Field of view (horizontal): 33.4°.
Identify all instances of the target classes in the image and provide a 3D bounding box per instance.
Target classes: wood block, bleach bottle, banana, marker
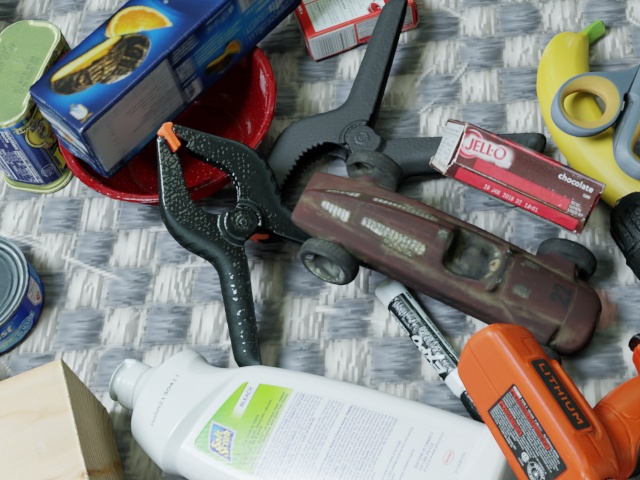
[{"bbox_3d":[-0.227,0.161,0.635,0.206,0.091,0.090,-21,58,-2],"label":"wood block"},{"bbox_3d":[-0.013,0.118,0.637,0.251,0.068,0.102,18,64,23],"label":"bleach bottle"},{"bbox_3d":[0.191,-0.079,0.729,0.069,0.037,0.198,-14,57,3],"label":"banana"},{"bbox_3d":[0.075,0.071,0.672,0.020,0.020,0.121,-32,59,-9],"label":"marker"}]

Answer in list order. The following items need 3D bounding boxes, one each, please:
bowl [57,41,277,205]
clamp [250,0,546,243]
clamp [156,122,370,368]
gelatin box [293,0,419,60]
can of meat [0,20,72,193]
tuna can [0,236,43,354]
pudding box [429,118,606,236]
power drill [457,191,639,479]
[{"bbox_3d":[-0.106,-0.082,0.779,0.162,0.055,0.162,-5,58,8],"label":"bowl"},{"bbox_3d":[0.029,-0.075,0.755,0.210,0.036,0.165,-30,67,-5],"label":"clamp"},{"bbox_3d":[-0.055,0.001,0.695,0.171,0.039,0.120,41,74,0],"label":"clamp"},{"bbox_3d":[0.023,-0.186,0.832,0.089,0.030,0.073,-19,56,-1],"label":"gelatin box"},{"bbox_3d":[-0.214,-0.101,0.796,0.057,0.084,0.102,8,61,16],"label":"can of meat"},{"bbox_3d":[-0.239,0.040,0.745,0.086,0.034,0.086,-5,58,8],"label":"tuna can"},{"bbox_3d":[0.118,-0.042,0.665,0.090,0.113,0.039,25,95,-2],"label":"pudding box"},{"bbox_3d":[0.173,0.061,0.596,0.187,0.057,0.184,-16,60,-27],"label":"power drill"}]
